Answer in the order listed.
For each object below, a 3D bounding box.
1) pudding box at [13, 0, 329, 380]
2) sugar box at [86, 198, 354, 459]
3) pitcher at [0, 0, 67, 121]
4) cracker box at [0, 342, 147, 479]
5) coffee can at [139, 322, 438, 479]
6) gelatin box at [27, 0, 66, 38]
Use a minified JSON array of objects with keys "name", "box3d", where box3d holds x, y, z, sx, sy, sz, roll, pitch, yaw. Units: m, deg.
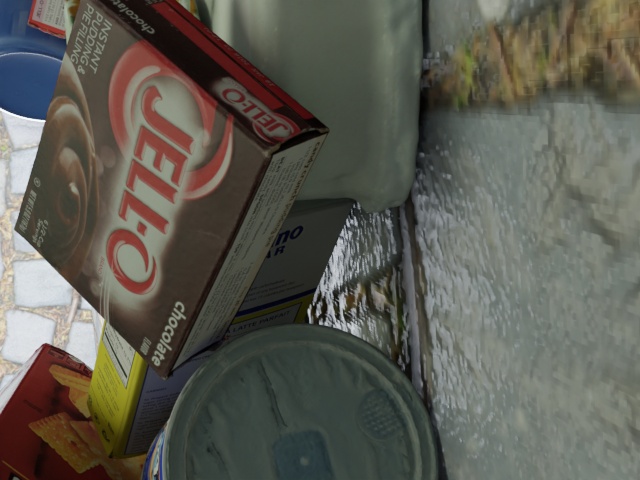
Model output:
[{"name":"pudding box","box3d":[-0.058,-0.021,0.382,0.090,0.039,0.114,42,130,19]},{"name":"sugar box","box3d":[-0.054,0.034,0.514,0.048,0.093,0.176,56,143,31]},{"name":"pitcher","box3d":[-0.208,-0.217,0.871,0.145,0.149,0.243,124,151,-57]},{"name":"cracker box","box3d":[-0.114,0.153,0.547,0.072,0.164,0.214,-49,11,8]},{"name":"coffee can","box3d":[-0.021,0.100,0.449,0.140,0.102,0.103,126,135,-68]},{"name":"gelatin box","box3d":[-0.157,-0.181,0.706,0.073,0.030,0.089,-62,-10,-74]}]
